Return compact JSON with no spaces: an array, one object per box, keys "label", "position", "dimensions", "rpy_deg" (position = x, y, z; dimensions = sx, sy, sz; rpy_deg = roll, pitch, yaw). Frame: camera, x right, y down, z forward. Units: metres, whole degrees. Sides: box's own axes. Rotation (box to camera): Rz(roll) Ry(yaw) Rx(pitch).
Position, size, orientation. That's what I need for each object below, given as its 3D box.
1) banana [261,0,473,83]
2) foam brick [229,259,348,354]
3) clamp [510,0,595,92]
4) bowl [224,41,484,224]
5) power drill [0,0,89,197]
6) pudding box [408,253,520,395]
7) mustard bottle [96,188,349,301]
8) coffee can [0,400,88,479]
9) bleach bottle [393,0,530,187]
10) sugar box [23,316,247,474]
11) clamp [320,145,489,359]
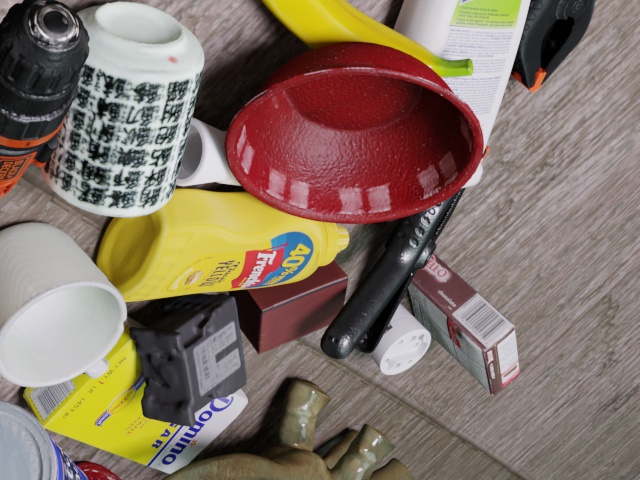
[{"label":"banana","position":[0.007,-0.145,0.654],"dimensions":[0.197,0.037,0.070],"rpy_deg":[27,139,-36]},{"label":"foam brick","position":[-0.026,0.042,0.834],"dimensions":[0.078,0.053,0.051],"rpy_deg":[-20,140,-24]},{"label":"clamp","position":[0.187,-0.190,0.790],"dimensions":[0.120,0.039,0.171],"rpy_deg":[-18,145,-21]},{"label":"bowl","position":[0.021,-0.075,0.676],"dimensions":[0.162,0.055,0.162],"rpy_deg":[1,148,0]},{"label":"power drill","position":[-0.212,-0.056,0.500],"dimensions":[0.187,0.057,0.185],"rpy_deg":[-9,165,-30]},{"label":"pudding box","position":[0.126,0.074,0.954],"dimensions":[0.039,0.114,0.090],"rpy_deg":[-36,145,-10]},{"label":"mustard bottle","position":[-0.055,0.001,0.756],"dimensions":[0.191,0.058,0.096],"rpy_deg":[-3,148,-42]},{"label":"coffee can","position":[-0.218,0.179,0.738],"dimensions":[0.102,0.103,0.140],"rpy_deg":[-31,158,-13]},{"label":"bleach bottle","position":[0.102,-0.152,0.733],"dimensions":[0.102,0.068,0.251],"rpy_deg":[-8,132,-34]},{"label":"sugar box","position":[-0.136,0.122,0.826],"dimensions":[0.093,0.048,0.176],"rpy_deg":[-44,143,4]},{"label":"clamp","position":[0.068,0.009,0.851],"dimensions":[0.210,0.036,0.164],"rpy_deg":[-60,170,9]}]
